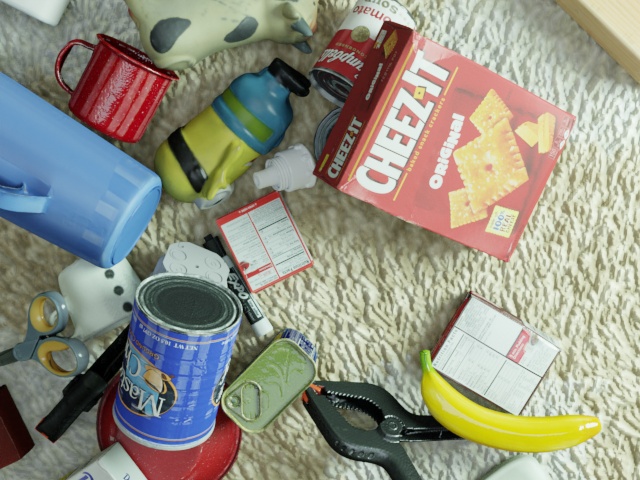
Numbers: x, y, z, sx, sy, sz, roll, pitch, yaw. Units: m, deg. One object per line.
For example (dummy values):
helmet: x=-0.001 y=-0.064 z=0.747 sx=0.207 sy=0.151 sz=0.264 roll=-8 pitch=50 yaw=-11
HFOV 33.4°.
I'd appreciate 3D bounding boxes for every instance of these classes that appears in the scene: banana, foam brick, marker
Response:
banana: x=0.181 y=0.178 z=1.080 sx=0.198 sy=0.037 sz=0.070 roll=21 pitch=103 yaw=3
foam brick: x=-0.351 y=0.204 z=1.144 sx=0.053 sy=0.051 sz=0.078 roll=-23 pitch=94 yaw=4
marker: x=-0.089 y=0.047 z=1.129 sx=0.020 sy=0.020 sz=0.121 roll=-30 pitch=93 yaw=6

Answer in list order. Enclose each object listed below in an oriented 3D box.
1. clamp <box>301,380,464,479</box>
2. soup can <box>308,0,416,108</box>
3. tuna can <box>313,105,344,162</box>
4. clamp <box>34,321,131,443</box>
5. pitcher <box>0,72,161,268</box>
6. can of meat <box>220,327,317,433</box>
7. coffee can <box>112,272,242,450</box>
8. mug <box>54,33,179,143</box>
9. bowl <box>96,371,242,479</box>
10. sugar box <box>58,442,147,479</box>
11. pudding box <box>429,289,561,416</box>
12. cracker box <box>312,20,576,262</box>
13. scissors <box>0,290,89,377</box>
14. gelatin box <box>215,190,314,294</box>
clamp: x=0.080 y=0.197 z=1.101 sx=0.210 sy=0.164 sz=0.036 roll=31 pitch=135 yaw=18
soup can: x=0.043 y=-0.187 z=1.060 sx=0.068 sy=0.068 sz=0.102 roll=32 pitch=76 yaw=0
tuna can: x=0.036 y=-0.098 z=1.100 sx=0.086 sy=0.033 sz=0.086 roll=0 pitch=96 yaw=3
clamp: x=-0.240 y=0.150 z=1.115 sx=0.039 sy=0.120 sz=0.172 roll=47 pitch=129 yaw=-2
pitcher: x=-0.287 y=-0.071 z=1.045 sx=0.243 sy=0.145 sz=0.149 roll=30 pitch=66 yaw=2
can of meat: x=-0.050 y=0.142 z=1.104 sx=0.057 sy=0.084 sz=0.102 roll=44 pitch=96 yaw=-2
coffee can: x=-0.139 y=0.116 z=1.031 sx=0.103 sy=0.102 sz=0.140 roll=17 pitch=118 yaw=2
mug: x=-0.213 y=-0.157 z=1.080 sx=0.117 sy=0.093 sz=0.081 roll=28 pitch=101 yaw=-14
bowl: x=-0.166 y=0.206 z=1.132 sx=0.162 sy=0.055 sz=0.162 roll=0 pitch=96 yaw=4
sugar box: x=-0.253 y=0.293 z=1.122 sx=0.176 sy=0.048 sz=0.093 roll=-35 pitch=93 yaw=28
pudding box: x=0.180 y=0.118 z=1.111 sx=0.113 sy=0.039 sz=0.090 roll=31 pitch=98 yaw=2
cracker box: x=0.124 y=-0.091 z=1.035 sx=0.213 sy=0.072 sz=0.164 roll=22 pitch=98 yaw=-28
scissors: x=-0.302 y=0.095 z=1.087 sx=0.202 sy=0.016 sz=0.096 roll=2 pitch=104 yaw=43
gelatin box: x=-0.057 y=0.002 z=1.118 sx=0.073 sy=0.030 sz=0.089 roll=-26 pitch=94 yaw=4
